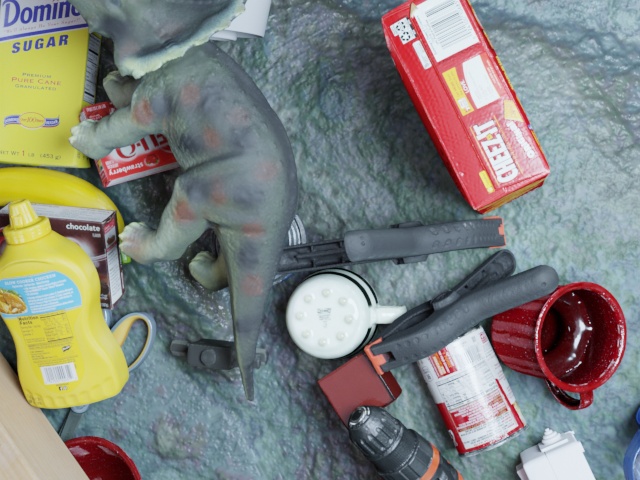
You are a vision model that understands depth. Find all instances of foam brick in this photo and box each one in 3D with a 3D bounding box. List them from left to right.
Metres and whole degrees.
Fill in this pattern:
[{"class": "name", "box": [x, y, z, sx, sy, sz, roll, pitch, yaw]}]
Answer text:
[{"class": "foam brick", "box": [0.037, 0.131, 0.959, 0.053, 0.078, 0.051, -34, 83, 5]}]

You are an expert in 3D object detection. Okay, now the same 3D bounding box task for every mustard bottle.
[{"class": "mustard bottle", "box": [-0.243, 0.055, 0.961, 0.096, 0.058, 0.191, -9, 109, 14]}]

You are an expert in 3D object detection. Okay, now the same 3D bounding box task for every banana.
[{"class": "banana", "box": [-0.269, -0.036, 1.022, 0.198, 0.037, 0.069, 17, 91, 8]}]

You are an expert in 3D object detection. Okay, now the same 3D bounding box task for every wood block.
[{"class": "wood block", "box": [-0.311, 0.176, 0.969, 0.090, 0.090, 0.206, -46, 65, 5]}]

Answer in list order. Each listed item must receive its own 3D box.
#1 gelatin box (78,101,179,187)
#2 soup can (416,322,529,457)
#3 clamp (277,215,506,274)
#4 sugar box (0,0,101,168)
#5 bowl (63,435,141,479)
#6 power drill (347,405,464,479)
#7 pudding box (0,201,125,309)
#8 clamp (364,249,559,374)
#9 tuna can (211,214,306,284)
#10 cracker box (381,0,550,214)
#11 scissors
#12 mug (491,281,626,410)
[{"class": "gelatin box", "box": [-0.170, -0.097, 0.993, 0.089, 0.030, 0.073, -18, 85, -24]}, {"class": "soup can", "box": [0.133, 0.132, 0.950, 0.068, 0.068, 0.102, -25, 86, 7]}, {"class": "clamp", "box": [0.075, 0.002, 0.919, 0.209, 0.165, 0.036, -7, 88, -19]}, {"class": "sugar box", "box": [-0.262, -0.159, 1.018, 0.093, 0.048, 0.176, 4, 91, 7]}, {"class": "bowl", "box": [-0.211, 0.266, 0.985, 0.162, 0.055, 0.162, -13, 63, 26]}, {"class": "power drill", "box": [0.038, 0.248, 0.937, 0.188, 0.057, 0.184, -40, 114, 10]}, {"class": "pudding box", "box": [-0.244, 0.014, 1.000, 0.113, 0.039, 0.090, 3, 116, 10]}, {"class": "clamp", "box": [0.117, 0.058, 0.925, 0.171, 0.120, 0.039, -26, 95, 4]}, {"class": "tuna can", "box": [-0.057, 0.001, 0.994, 0.086, 0.033, 0.086, 0, 90, 8]}, {"class": "cracker box", "box": [0.121, -0.107, 0.880, 0.072, 0.213, 0.164, -26, 86, 8]}, {"class": "scissors", "box": [-0.240, 0.137, 1.028, 0.096, 0.016, 0.202, 42, 95, 8]}, {"class": "mug", "box": [0.205, 0.091, 0.923, 0.093, 0.082, 0.117, -23, 100, -21]}]
